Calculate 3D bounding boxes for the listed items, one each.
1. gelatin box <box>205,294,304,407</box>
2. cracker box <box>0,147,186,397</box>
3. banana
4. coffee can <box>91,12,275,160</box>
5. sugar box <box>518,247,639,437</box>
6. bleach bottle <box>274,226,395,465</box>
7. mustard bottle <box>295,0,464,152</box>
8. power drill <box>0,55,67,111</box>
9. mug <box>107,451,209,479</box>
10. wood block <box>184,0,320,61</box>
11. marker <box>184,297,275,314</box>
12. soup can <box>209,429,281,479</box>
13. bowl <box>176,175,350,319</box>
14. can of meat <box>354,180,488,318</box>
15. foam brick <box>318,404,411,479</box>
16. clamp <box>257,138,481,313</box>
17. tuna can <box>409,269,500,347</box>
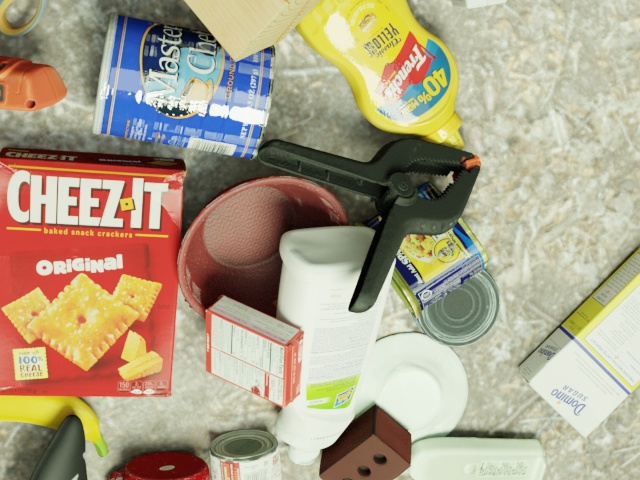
[{"bbox_3d":[-0.058,0.097,0.939,0.089,0.030,0.073,21,129,23],"label":"gelatin box"},{"bbox_3d":[-0.208,0.032,0.952,0.164,0.072,0.214,3,102,-11],"label":"cracker box"},{"bbox_3d":[-0.290,0.162,0.988,0.197,0.037,0.070,10,101,-12],"label":"banana"},{"bbox_3d":[-0.117,-0.130,0.911,0.140,0.103,0.103,9,102,-12],"label":"coffee can"},{"bbox_3d":[0.292,0.102,1.068,0.176,0.048,0.093,-44,107,7],"label":"sugar box"},{"bbox_3d":[-0.004,0.108,0.982,0.102,0.068,0.251,-4,125,-24],"label":"bleach bottle"},{"bbox_3d":[0.068,-0.154,0.960,0.096,0.058,0.191,-41,107,-4],"label":"mustard bottle"},{"bbox_3d":[-0.254,-0.201,0.853,0.185,0.057,0.188,7,114,23],"label":"power drill"},{"bbox_3d":[-0.156,0.250,1.014,0.117,0.093,0.081,5,100,26],"label":"mug"},{"bbox_3d":[-0.088,-0.258,0.851,0.091,0.090,0.206,-40,90,32],"label":"wood block"},{"bbox_3d":[-0.069,0.066,1.011,0.121,0.020,0.020,13,101,-12],"label":"marker"},{"bbox_3d":[-0.070,0.242,1.029,0.068,0.068,0.102,-5,104,-8],"label":"soup can"},{"bbox_3d":[-0.056,0.001,0.964,0.162,0.055,0.162,-11,125,-16],"label":"bowl"},{"bbox_3d":[0.094,0.006,0.987,0.084,0.057,0.102,-33,68,-3],"label":"can of meat"},{"bbox_3d":[0.044,0.209,1.036,0.053,0.051,0.078,41,115,-15],"label":"foam brick"},{"bbox_3d":[0.064,-0.029,0.919,0.209,0.036,0.164,-13,70,-33],"label":"clamp"},{"bbox_3d":[0.130,0.059,1.032,0.086,0.034,0.086,-1,100,-8],"label":"tuna can"}]
